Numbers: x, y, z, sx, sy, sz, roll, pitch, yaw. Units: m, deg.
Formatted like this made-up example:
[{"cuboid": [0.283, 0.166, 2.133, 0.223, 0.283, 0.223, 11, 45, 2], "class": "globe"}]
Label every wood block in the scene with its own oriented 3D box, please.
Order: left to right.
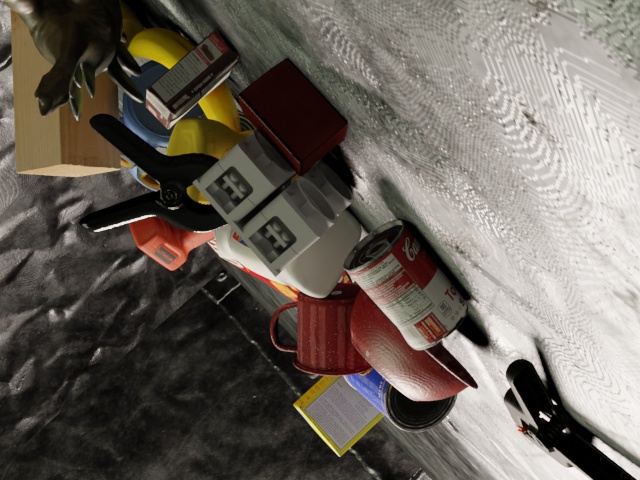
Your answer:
[{"cuboid": [-0.297, -0.183, 1.248, 0.091, 0.206, 0.090, -6, 176, 40], "class": "wood block"}]

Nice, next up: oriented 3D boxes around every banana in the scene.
[{"cuboid": [-0.148, -0.182, 1.170, 0.198, 0.037, 0.070, 39, 135, 28], "class": "banana"}]

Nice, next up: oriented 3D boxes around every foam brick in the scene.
[{"cuboid": [-0.023, -0.102, 0.885, 0.078, 0.051, 0.053, 48, 174, 6], "class": "foam brick"}]

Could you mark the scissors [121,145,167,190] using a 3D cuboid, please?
[{"cuboid": [-0.218, -0.103, 1.256, 0.096, 0.016, 0.202, 31, 166, 2], "class": "scissors"}]

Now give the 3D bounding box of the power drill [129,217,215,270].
[{"cuboid": [-0.142, -0.041, 1.343, 0.184, 0.188, 0.057, 48, -161, -60], "class": "power drill"}]

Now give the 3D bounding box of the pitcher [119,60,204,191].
[{"cuboid": [-0.178, -0.142, 1.339, 0.145, 0.149, 0.243, 64, 170, 3], "class": "pitcher"}]

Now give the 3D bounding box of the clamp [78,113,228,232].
[{"cuboid": [-0.147, -0.042, 1.009, 0.171, 0.120, 0.039, 20, -147, -5], "class": "clamp"}]

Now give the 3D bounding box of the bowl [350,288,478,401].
[{"cuboid": [0.083, 0.112, 1.083, 0.162, 0.055, 0.162, 42, -176, -4], "class": "bowl"}]

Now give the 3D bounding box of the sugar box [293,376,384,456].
[{"cuboid": [0.058, 0.204, 1.482, 0.093, 0.176, 0.048, 50, 170, -11], "class": "sugar box"}]

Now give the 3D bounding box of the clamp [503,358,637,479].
[{"cuboid": [0.219, 0.179, 0.974, 0.164, 0.036, 0.210, 48, 174, 10], "class": "clamp"}]

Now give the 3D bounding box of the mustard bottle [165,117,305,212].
[{"cuboid": [-0.077, -0.069, 1.114, 0.058, 0.096, 0.191, 4, 179, 37], "class": "mustard bottle"}]

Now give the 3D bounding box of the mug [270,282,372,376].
[{"cuboid": [0.004, 0.094, 1.162, 0.093, 0.117, 0.081, -71, -19, -77], "class": "mug"}]

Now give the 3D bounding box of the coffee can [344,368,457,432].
[{"cuboid": [0.099, 0.172, 1.371, 0.102, 0.102, 0.140, 52, 172, -25], "class": "coffee can"}]

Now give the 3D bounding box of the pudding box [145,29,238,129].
[{"cuboid": [-0.129, -0.157, 1.058, 0.039, 0.090, 0.113, 48, 172, -8], "class": "pudding box"}]

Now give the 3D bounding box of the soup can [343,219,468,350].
[{"cuboid": [0.078, 0.041, 0.966, 0.102, 0.068, 0.069, 50, 172, -15], "class": "soup can"}]

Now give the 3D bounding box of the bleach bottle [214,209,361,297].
[{"cuboid": [-0.058, 0.001, 1.214, 0.068, 0.102, 0.251, 39, 163, -28], "class": "bleach bottle"}]
